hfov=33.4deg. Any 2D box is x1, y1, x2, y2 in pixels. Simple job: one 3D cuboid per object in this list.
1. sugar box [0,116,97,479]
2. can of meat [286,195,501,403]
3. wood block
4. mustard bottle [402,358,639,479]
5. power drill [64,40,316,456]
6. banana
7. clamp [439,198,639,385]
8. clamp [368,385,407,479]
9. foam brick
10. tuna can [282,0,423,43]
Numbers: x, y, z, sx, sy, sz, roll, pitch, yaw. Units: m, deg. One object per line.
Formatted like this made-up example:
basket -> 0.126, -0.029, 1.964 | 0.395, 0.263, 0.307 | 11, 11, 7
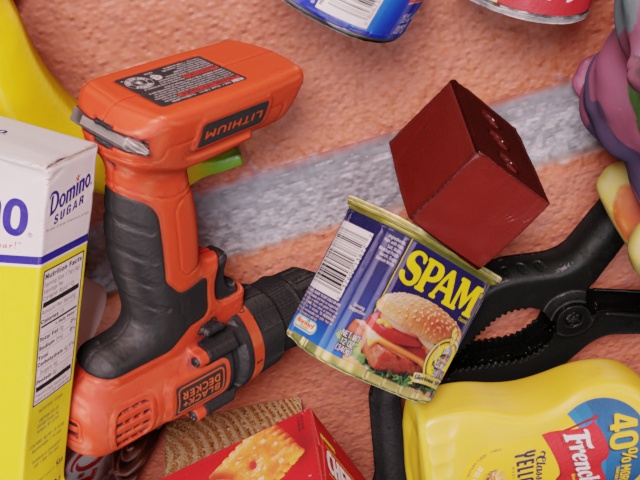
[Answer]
sugar box -> -0.155, 0.032, 0.473 | 0.093, 0.048, 0.176 | 16, 115, 16
can of meat -> 0.039, 0.035, 0.581 | 0.102, 0.058, 0.084 | 28, 89, -44
wood block -> -0.035, 0.214, 0.711 | 0.091, 0.090, 0.206 | -11, 126, 0
mustard bottle -> 0.149, 0.120, 0.652 | 0.191, 0.058, 0.096 | -10, 118, -8
power drill -> -0.053, 0.001, 0.533 | 0.184, 0.057, 0.188 | -28, 133, -44
banana -> -0.118, -0.062, 0.507 | 0.070, 0.037, 0.197 | -43, 146, 10
clamp -> 0.155, 0.039, 0.642 | 0.210, 0.036, 0.164 | -32, 125, 14
clamp -> 0.052, 0.167, 0.699 | 0.120, 0.039, 0.171 | 30, 95, -15
foam brick -> 0.075, -0.035, 0.554 | 0.053, 0.078, 0.051 | 34, 116, -27
tuna can -> 0.008, -0.126, 0.476 | 0.086, 0.086, 0.034 | 20, 122, -20
